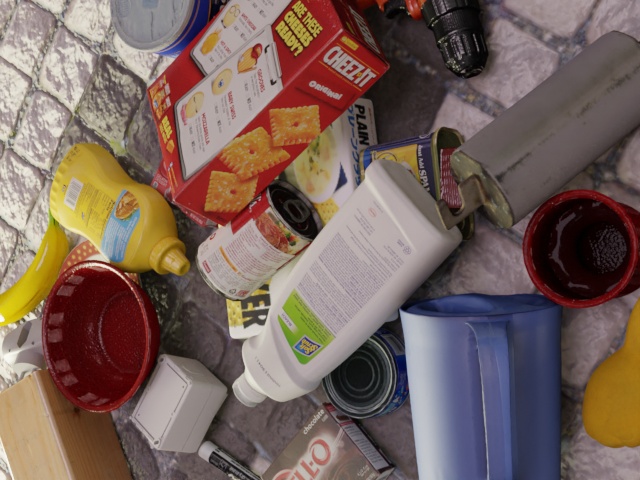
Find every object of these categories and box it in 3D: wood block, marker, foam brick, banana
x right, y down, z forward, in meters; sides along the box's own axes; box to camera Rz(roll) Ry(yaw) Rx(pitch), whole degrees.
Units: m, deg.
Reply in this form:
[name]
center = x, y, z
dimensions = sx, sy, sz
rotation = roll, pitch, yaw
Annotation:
[wood block]
center = -0.276, 0.252, 1.176
dimensions = 0.090, 0.090, 0.206
rotation = -31, 72, 28
[marker]
center = -0.076, 0.242, 1.089
dimensions = 0.121, 0.020, 0.020
rotation = 28, 104, 30
[foam brick]
center = 0.141, -0.052, 0.920
dimensions = 0.051, 0.078, 0.053
rotation = 1, 90, 31
[banana]
center = -0.350, 0.051, 1.264
dimensions = 0.198, 0.037, 0.070
rotation = -46, 49, 22

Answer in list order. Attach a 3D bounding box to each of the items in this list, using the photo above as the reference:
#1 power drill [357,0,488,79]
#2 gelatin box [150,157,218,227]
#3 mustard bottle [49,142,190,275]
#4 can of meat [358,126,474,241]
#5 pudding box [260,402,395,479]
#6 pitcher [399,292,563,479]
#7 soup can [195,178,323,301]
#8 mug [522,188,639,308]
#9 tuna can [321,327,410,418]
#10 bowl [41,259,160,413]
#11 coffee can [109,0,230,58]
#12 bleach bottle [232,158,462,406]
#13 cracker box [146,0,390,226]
[power drill]
center = 0.056, -0.208, 0.992
dimensions = 0.188, 0.057, 0.184
rotation = -22, 73, 28
[gelatin box]
center = -0.131, -0.066, 1.125
dimensions = 0.089, 0.030, 0.073
rotation = 35, 107, 28
[mustard bottle]
center = -0.208, -0.020, 1.140
dimensions = 0.192, 0.058, 0.096
rotation = 36, 112, 28
[can of meat]
center = 0.086, -0.045, 0.968
dimensions = 0.084, 0.057, 0.102
rotation = -9, 84, 34
[pudding box]
center = 0.006, 0.224, 1.024
dimensions = 0.090, 0.039, 0.114
rotation = 48, 113, 25
[pitcher]
center = 0.137, 0.166, 0.874
dimensions = 0.145, 0.148, 0.243
rotation = 0, 95, 47
[soup can]
center = -0.056, 0.001, 0.972
dimensions = 0.102, 0.068, 0.068
rotation = -40, 69, 26
[mug]
center = 0.232, 0.009, 0.857
dimensions = 0.117, 0.081, 0.093
rotation = 9, 94, 33
[tuna can]
center = 0.043, 0.124, 1.005
dimensions = 0.086, 0.033, 0.086
rotation = -1, 89, 33
[bowl]
center = -0.224, 0.100, 1.140
dimensions = 0.162, 0.055, 0.162
rotation = 1, 91, 35
[coffee can]
center = -0.123, -0.227, 1.057
dimensions = 0.103, 0.140, 0.103
rotation = -1, 89, 33
[bleach bottle]
center = 0.005, 0.051, 0.937
dimensions = 0.251, 0.068, 0.103
rotation = -47, 69, 22
[cracker box]
center = -0.053, -0.142, 0.951
dimensions = 0.214, 0.072, 0.164
rotation = -42, 43, 22
